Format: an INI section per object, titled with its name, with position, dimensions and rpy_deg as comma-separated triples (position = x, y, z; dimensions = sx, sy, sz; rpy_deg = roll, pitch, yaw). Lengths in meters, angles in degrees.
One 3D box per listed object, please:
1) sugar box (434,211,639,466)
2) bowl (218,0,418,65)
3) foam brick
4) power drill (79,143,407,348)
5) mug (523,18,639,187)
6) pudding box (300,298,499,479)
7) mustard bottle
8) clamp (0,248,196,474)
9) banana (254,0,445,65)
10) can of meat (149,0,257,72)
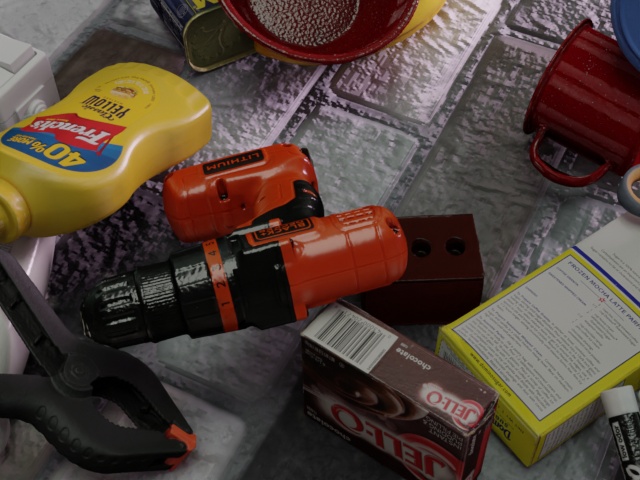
[sugar box]
position = 0.167, 0.055, 0.668
dimensions = 0.176, 0.048, 0.093
rpy_deg = -27, 57, -23
[bowl]
position = -0.008, -0.196, 0.796
dimensions = 0.162, 0.055, 0.162
rpy_deg = 3, 75, -11
[foam brick]
position = 0.064, 0.020, 0.693
dimensions = 0.078, 0.051, 0.053
rpy_deg = -3, 53, -2
[power drill]
position = -0.054, 0.001, 0.654
dimensions = 0.184, 0.057, 0.188
rpy_deg = -13, 23, -7
[mug]
position = 0.196, -0.088, 0.756
dimensions = 0.081, 0.093, 0.117
rpy_deg = 32, 76, 18
[pudding box]
position = 0.043, 0.094, 0.612
dimensions = 0.114, 0.090, 0.039
rpy_deg = 31, 57, 24
[mustard bottle]
position = -0.160, -0.052, 0.694
dimensions = 0.096, 0.058, 0.191
rpy_deg = 23, 41, 20
[clamp]
position = -0.149, 0.074, 0.619
dimensions = 0.171, 0.039, 0.120
rpy_deg = 29, 46, -21
[banana]
position = 0.041, -0.184, 0.854
dimensions = 0.197, 0.037, 0.070
rpy_deg = -36, 75, -17
[can of meat]
position = -0.079, -0.193, 0.858
dimensions = 0.102, 0.057, 0.084
rpy_deg = -24, 53, -16
